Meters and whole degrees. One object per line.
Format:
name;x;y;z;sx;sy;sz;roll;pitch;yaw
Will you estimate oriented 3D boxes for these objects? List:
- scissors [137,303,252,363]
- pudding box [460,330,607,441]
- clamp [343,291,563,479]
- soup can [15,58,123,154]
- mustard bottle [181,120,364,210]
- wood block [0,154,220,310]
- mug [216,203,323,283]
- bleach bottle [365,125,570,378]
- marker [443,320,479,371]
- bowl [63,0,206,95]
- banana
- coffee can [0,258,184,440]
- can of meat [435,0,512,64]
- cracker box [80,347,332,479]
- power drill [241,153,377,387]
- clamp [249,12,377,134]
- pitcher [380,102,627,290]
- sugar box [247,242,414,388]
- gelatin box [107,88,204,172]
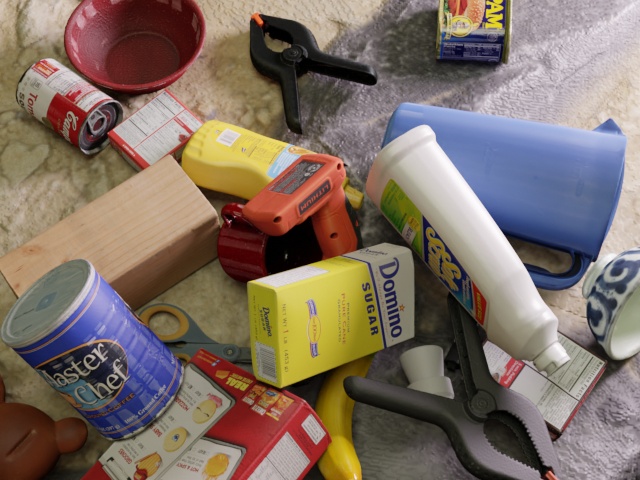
scissors;-0.102;0.098;1.083;0.201;0.016;0.096;-11;65;-4
pudding box;0.209;0.128;1.048;0.113;0.039;0.090;35;69;16
clamp;0.132;0.159;0.983;0.164;0.036;0.210;-29;71;-26
soup can;-0.280;-0.151;1.189;0.102;0.068;0.068;34;68;18
mustard bottle;-0.046;-0.070;1.139;0.192;0.058;0.096;18;32;10
wood block;-0.209;0.016;1.087;0.206;0.091;0.090;-34;67;-15
mug;-0.057;0.001;1.070;0.082;0.117;0.093;10;65;46
bleach bottle;0.143;0.017;0.992;0.068;0.103;0.251;-32;73;-20
marker;0.154;0.079;1.085;0.020;0.020;0.121;22;65;12
bowl;-0.210;-0.223;1.231;0.162;0.055;0.162;0;61;0
banana;0.021;0.165;1.002;0.037;0.070;0.197;34;37;-16
coffee can;-0.208;0.101;0.982;0.103;0.140;0.103;-28;30;17
can of meat;0.178;-0.256;1.240;0.084;0.057;0.102;3;62;6
cracker box;-0.116;0.215;0.956;0.164;0.072;0.213;18;60;47
power drill;-0.003;0.026;1.030;0.057;0.187;0.184;13;49;45
clamp;-0.033;-0.196;1.224;0.172;0.039;0.120;38;65;25
pitcher;0.183;-0.057;1.101;0.243;0.145;0.149;13;36;12
sugar box;0.015;0.065;0.983;0.175;0.093;0.048;-15;20;-38
gelatin box;-0.180;-0.116;1.191;0.089;0.030;0.073;-41;67;-18
